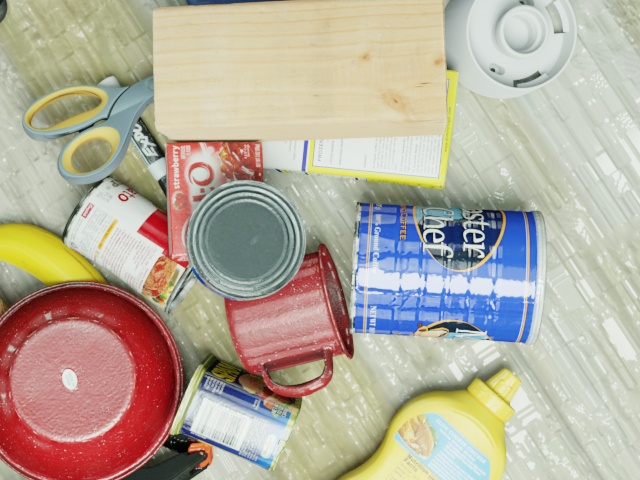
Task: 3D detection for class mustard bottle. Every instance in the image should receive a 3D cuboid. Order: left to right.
[{"bbox_3d":[0.088,0.176,0.837,0.096,0.058,0.191,42,92,4],"label":"mustard bottle"}]

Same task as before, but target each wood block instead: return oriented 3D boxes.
[{"bbox_3d":[-0.012,-0.123,0.785,0.206,0.091,0.090,-2,87,5],"label":"wood block"}]

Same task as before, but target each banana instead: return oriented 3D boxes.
[{"bbox_3d":[-0.205,0.046,0.868,0.198,0.037,0.070,40,113,5],"label":"banana"}]

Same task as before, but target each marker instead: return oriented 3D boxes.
[{"bbox_3d":[-0.144,-0.079,0.871,0.020,0.020,0.121,-33,88,2],"label":"marker"}]

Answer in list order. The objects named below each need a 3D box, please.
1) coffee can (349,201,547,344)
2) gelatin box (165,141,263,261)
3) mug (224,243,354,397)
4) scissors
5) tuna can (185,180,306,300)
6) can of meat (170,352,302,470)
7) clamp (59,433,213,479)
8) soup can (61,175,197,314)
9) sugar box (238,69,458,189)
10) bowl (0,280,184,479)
[{"bbox_3d":[0.095,0.025,0.816,0.140,0.103,0.103,3,90,3],"label":"coffee can"},{"bbox_3d":[-0.079,-0.029,0.807,0.073,0.030,0.089,-2,82,-11],"label":"gelatin box"},{"bbox_3d":[-0.023,0.067,0.824,0.081,0.093,0.117,-15,59,8],"label":"mug"},{"bbox_3d":[-0.134,-0.103,0.845,0.201,0.016,0.096,-15,66,-6],"label":"scissors"},{"bbox_3d":[-0.055,0.001,0.774,0.086,0.034,0.086,1,84,-10],"label":"tuna can"},{"bbox_3d":[-0.062,0.133,0.825,0.084,0.102,0.057,23,91,1],"label":"can of meat"},{"bbox_3d":[-0.173,0.180,0.842,0.171,0.039,0.120,4,61,4],"label":"clamp"},{"bbox_3d":[-0.144,0.003,0.847,0.102,0.068,0.068,33,91,3],"label":"soup can"},{"bbox_3d":[0.017,-0.095,0.851,0.176,0.048,0.093,7,90,7],"label":"sugar box"},{"bbox_3d":[-0.184,0.106,0.803,0.162,0.055,0.162,1,79,-7],"label":"bowl"}]
